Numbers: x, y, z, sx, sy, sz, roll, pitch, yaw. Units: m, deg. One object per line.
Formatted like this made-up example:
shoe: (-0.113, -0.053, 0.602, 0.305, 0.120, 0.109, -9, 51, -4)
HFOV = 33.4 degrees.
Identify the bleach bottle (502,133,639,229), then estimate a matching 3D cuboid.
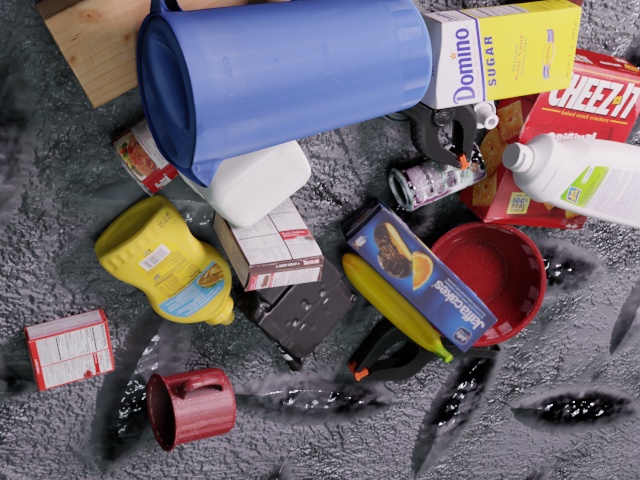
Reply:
bleach bottle: (0.317, -0.079, 1.240, 0.250, 0.068, 0.103, 12, 114, -32)

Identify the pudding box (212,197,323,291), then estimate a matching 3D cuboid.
pudding box: (-0.057, 0.001, 1.162, 0.089, 0.113, 0.039, -8, 131, -23)

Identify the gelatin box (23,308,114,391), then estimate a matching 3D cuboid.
gelatin box: (-0.278, 0.121, 1.188, 0.089, 0.030, 0.073, -15, 127, -18)

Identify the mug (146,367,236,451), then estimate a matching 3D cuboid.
mug: (-0.149, 0.190, 1.262, 0.081, 0.093, 0.117, -8, 146, -29)

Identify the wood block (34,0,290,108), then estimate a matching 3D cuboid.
wood block: (-0.141, -0.216, 0.968, 0.206, 0.091, 0.090, -30, 119, -6)

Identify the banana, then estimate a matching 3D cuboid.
banana: (0.090, 0.075, 1.319, 0.197, 0.070, 0.037, 42, 79, -20)

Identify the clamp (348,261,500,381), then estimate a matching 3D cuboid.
clamp: (0.139, 0.134, 1.408, 0.210, 0.036, 0.164, -31, 122, -3)

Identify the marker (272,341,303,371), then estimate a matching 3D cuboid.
marker: (-0.050, 0.123, 1.317, 0.020, 0.020, 0.121, -33, 132, -3)

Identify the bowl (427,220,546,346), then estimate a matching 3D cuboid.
bowl: (0.196, 0.048, 1.332, 0.162, 0.055, 0.162, -1, 105, -4)

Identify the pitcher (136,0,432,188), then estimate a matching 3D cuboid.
pitcher: (-0.030, -0.158, 0.925, 0.242, 0.145, 0.149, -15, 146, -25)

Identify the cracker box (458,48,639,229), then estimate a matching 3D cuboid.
cracker box: (0.283, -0.120, 1.282, 0.163, 0.072, 0.214, 5, 120, -31)

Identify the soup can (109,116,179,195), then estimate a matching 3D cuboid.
soup can: (-0.150, -0.102, 1.069, 0.102, 0.069, 0.068, -38, 132, 1)

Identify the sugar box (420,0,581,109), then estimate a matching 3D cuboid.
sugar box: (0.185, -0.196, 1.112, 0.176, 0.048, 0.093, -14, 121, -26)

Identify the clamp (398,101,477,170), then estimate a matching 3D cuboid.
clamp: (0.131, -0.151, 1.156, 0.120, 0.039, 0.171, -38, 132, 5)

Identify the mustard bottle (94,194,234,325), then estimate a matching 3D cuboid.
mustard bottle: (-0.153, 0.038, 1.174, 0.096, 0.058, 0.191, -40, 131, 2)
